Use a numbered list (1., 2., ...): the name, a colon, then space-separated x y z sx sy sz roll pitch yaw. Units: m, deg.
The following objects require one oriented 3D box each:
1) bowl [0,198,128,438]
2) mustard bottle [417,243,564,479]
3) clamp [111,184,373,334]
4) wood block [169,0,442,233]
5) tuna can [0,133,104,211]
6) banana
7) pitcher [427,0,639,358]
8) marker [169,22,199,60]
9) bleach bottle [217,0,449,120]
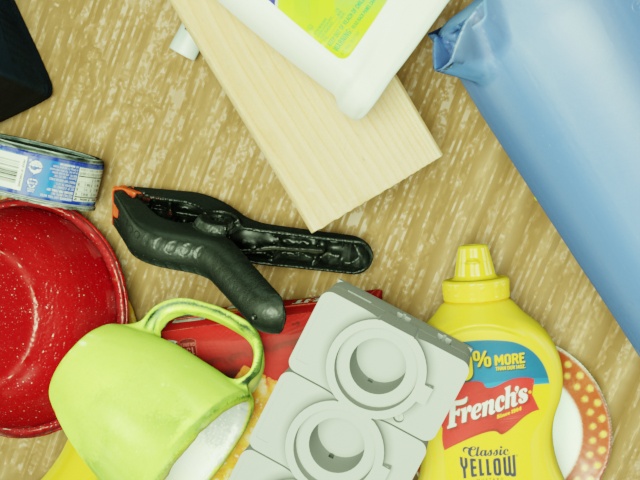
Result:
1. bowl: -0.208 0.049 0.689 0.162 0.055 0.162 -1 86 18
2. mustard bottle: 0.100 0.098 0.652 0.096 0.058 0.191 -4 93 9
3. clamp: -0.054 0.001 0.672 0.172 0.120 0.039 28 115 30
4. wood block: -0.021 -0.118 0.642 0.091 0.090 0.206 -31 96 4
5. tuna can: -0.183 -0.045 0.681 0.086 0.086 0.034 14 95 5
6. banana: -0.164 0.133 0.718 0.069 0.037 0.198 34 97 2
7. pitcher: 0.181 -0.053 0.579 0.149 0.145 0.243 -29 95 19
8. marker: -0.062 -0.174 0.689 0.020 0.020 0.121 29 97 3
9. bleach bottle: -0.051 -0.176 0.558 0.251 0.068 0.102 36 94 -3
